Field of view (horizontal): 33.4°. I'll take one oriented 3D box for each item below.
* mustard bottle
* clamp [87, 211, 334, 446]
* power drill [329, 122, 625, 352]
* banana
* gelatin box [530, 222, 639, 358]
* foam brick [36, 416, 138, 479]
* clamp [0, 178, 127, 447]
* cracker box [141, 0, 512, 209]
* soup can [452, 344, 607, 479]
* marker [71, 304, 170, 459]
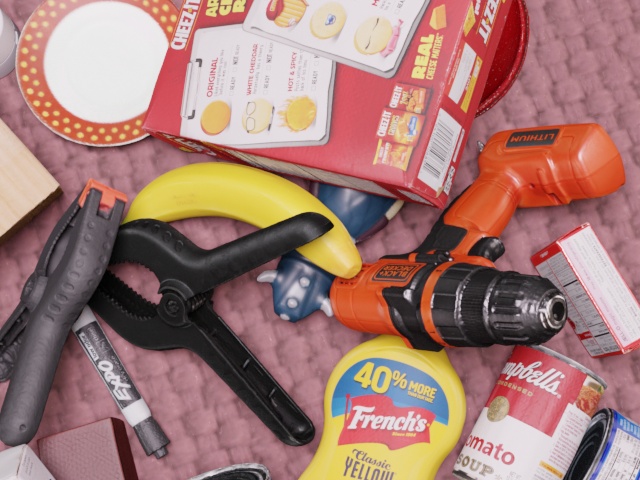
[{"bbox_3d":[0.046,0.126,0.725,0.096,0.058,0.191,17,80,14],"label":"mustard bottle"},{"bbox_3d":[-0.085,0.048,0.717,0.210,0.036,0.164,9,112,26],"label":"clamp"},{"bbox_3d":[0.116,-0.003,0.684,0.187,0.185,0.057,-42,116,-29],"label":"power drill"},{"bbox_3d":[-0.056,-0.018,0.729,0.198,0.037,0.069,6,90,29],"label":"banana"},{"bbox_3d":[0.187,0.037,0.736,0.030,0.073,0.089,-30,83,-7],"label":"gelatin box"},{"bbox_3d":[-0.152,0.163,0.717,0.053,0.051,0.078,-15,81,-3],"label":"foam brick"},{"bbox_3d":[-0.173,0.046,0.686,0.039,0.120,0.171,21,104,-34],"label":"clamp"},{"bbox_3d":[0.004,-0.123,0.712,0.214,0.072,0.164,15,84,30],"label":"cracker box"},{"bbox_3d":[0.141,0.128,0.723,0.068,0.068,0.102,28,81,3],"label":"soup can"},{"bbox_3d":[-0.141,0.099,0.744,0.020,0.020,0.121,-32,83,-6],"label":"marker"}]
